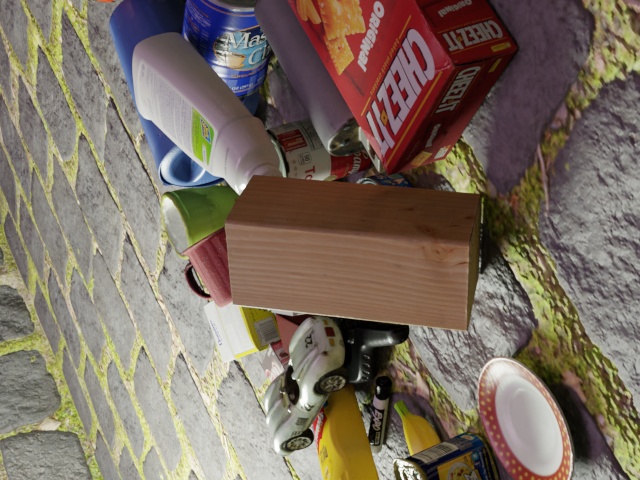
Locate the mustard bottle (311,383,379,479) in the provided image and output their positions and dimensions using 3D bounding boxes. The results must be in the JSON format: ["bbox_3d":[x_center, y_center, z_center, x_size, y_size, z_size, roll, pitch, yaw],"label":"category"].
[{"bbox_3d":[0.020,0.220,1.244,0.096,0.058,0.191,105,157,-50],"label":"mustard bottle"}]

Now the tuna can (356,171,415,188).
[{"bbox_3d":[0.067,-0.024,1.038,0.086,0.033,0.086,45,145,45],"label":"tuna can"}]

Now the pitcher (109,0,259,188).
[{"bbox_3d":[-0.169,-0.200,1.324,0.145,0.149,0.243,83,164,-66],"label":"pitcher"}]

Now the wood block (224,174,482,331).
[{"bbox_3d":[0.031,0.008,0.924,0.090,0.206,0.091,-65,-24,-56],"label":"wood block"}]

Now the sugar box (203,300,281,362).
[{"bbox_3d":[-0.111,0.115,1.499,0.093,0.048,0.176,70,159,3],"label":"sugar box"}]

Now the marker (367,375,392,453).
[{"bbox_3d":[0.067,0.197,1.211,0.020,0.020,0.121,50,147,40],"label":"marker"}]

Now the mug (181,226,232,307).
[{"bbox_3d":[-0.116,0.033,1.288,0.117,0.093,0.081,-30,90,29],"label":"mug"}]

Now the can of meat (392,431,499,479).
[{"bbox_3d":[0.128,0.246,1.036,0.058,0.083,0.102,-2,104,65],"label":"can of meat"}]

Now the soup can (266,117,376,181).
[{"bbox_3d":[-0.005,-0.090,1.062,0.069,0.102,0.068,45,144,45],"label":"soup can"}]

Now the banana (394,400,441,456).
[{"bbox_3d":[0.121,0.267,1.129,0.070,0.037,0.198,-138,34,-80],"label":"banana"}]

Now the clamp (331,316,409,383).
[{"bbox_3d":[0.039,0.083,1.166,0.210,0.036,0.164,105,149,-56],"label":"clamp"}]

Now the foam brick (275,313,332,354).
[{"bbox_3d":[-0.011,0.110,1.275,0.078,0.051,0.053,20,125,61],"label":"foam brick"}]

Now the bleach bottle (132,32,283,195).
[{"bbox_3d":[-0.108,-0.111,1.067,0.251,0.068,0.102,47,149,40],"label":"bleach bottle"}]

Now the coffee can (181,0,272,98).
[{"bbox_3d":[-0.097,-0.237,1.154,0.103,0.102,0.140,59,153,26],"label":"coffee can"}]

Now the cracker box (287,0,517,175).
[{"bbox_3d":[0.056,-0.187,0.903,0.214,0.072,0.164,62,155,19],"label":"cracker box"}]

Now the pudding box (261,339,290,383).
[{"bbox_3d":[-0.035,0.176,1.364,0.090,0.039,0.114,57,159,14],"label":"pudding box"}]
